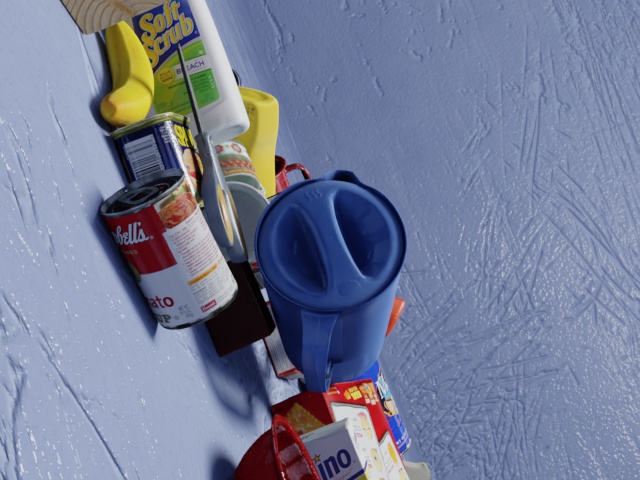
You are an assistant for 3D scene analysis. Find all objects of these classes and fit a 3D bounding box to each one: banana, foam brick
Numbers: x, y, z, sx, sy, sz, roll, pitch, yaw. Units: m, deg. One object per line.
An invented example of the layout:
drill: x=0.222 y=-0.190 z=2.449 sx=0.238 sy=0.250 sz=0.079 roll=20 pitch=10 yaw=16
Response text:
banana: x=-0.179 y=-0.146 z=0.962 sx=0.069 sy=0.037 sz=0.198 roll=41 pitch=19 yaw=-37
foam brick: x=-0.081 y=0.059 z=0.988 sx=0.051 sy=0.053 sz=0.078 roll=-45 pitch=113 yaw=-85

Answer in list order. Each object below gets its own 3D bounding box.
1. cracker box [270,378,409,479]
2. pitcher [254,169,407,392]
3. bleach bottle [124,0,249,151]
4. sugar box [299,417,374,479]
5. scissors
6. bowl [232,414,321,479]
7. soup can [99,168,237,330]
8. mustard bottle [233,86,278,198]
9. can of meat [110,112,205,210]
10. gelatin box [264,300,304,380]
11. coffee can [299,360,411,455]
cracker box: x=0.038 y=0.262 z=1.146 sx=0.164 sy=0.072 sz=0.214 roll=11 pitch=57 yaw=-68
pitcher: x=0.009 y=0.060 z=1.023 sx=0.145 sy=0.149 sz=0.243 roll=48 pitch=-16 yaw=21
bleach bottle: x=-0.159 y=-0.210 z=1.055 sx=0.068 sy=0.102 sz=0.251 roll=50 pitch=18 yaw=-84
sugar box: x=0.015 y=0.254 z=0.931 sx=0.048 sy=0.093 sz=0.176 roll=-40 pitch=107 yaw=-85
scissors: x=-0.100 y=-0.075 z=0.916 sx=0.096 sy=0.016 sz=0.202 roll=-67 pitch=140 yaw=-83
bowl: x=-0.028 y=0.220 z=0.826 sx=0.162 sy=0.055 sz=0.162 roll=-23 pitch=90 yaw=-85
soup can: x=-0.111 y=0.007 z=0.793 sx=0.068 sy=0.068 sz=0.102 roll=-101 pitch=168 yaw=-68
mustard bottle: x=-0.090 y=-0.078 z=1.243 sx=0.096 sy=0.058 sz=0.192 roll=24 pitch=-61 yaw=46
can of meat: x=-0.133 y=-0.060 z=0.927 sx=0.102 sy=0.057 sz=0.084 roll=-24 pitch=94 yaw=-85
gelatin box: x=-0.046 y=0.118 z=1.262 sx=0.073 sy=0.030 sz=0.089 roll=45 pitch=22 yaw=-75
coffee can: x=0.045 y=0.217 z=1.388 sx=0.103 sy=0.103 sz=0.140 roll=-89 pitch=157 yaw=-78
